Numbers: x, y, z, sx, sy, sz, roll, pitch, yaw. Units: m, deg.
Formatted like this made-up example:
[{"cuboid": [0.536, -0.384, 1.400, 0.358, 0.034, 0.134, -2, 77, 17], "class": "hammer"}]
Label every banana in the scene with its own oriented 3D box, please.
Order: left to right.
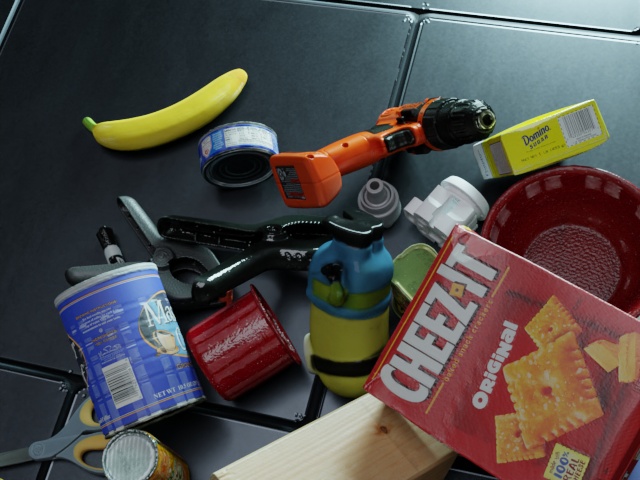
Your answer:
[{"cuboid": [-0.173, -0.141, 1.197, 0.198, 0.037, 0.069, -16, 64, 3], "class": "banana"}]

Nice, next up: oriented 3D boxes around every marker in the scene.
[{"cuboid": [-0.212, 0.035, 1.131, 0.020, 0.020, 0.121, -25, 63, -2], "class": "marker"}]

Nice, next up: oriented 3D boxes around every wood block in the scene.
[{"cuboid": [0.008, 0.211, 0.915, 0.205, 0.090, 0.091, -21, 57, -35], "class": "wood block"}]

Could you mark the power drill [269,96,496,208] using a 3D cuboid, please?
[{"cuboid": [0.058, -0.089, 1.042, 0.187, 0.185, 0.057, -23, 100, -23], "class": "power drill"}]

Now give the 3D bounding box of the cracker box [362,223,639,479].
[{"cuboid": [0.165, 0.107, 0.861, 0.214, 0.072, 0.164, 30, 92, 28], "class": "cracker box"}]

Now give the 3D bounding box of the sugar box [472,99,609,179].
[{"cuboid": [0.206, -0.094, 1.028, 0.093, 0.176, 0.048, -20, 94, 0], "class": "sugar box"}]

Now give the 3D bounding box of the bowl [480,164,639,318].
[{"cuboid": [0.224, 0.017, 0.949, 0.162, 0.055, 0.162, -4, 68, 10], "class": "bowl"}]

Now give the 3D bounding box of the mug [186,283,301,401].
[{"cuboid": [-0.080, 0.097, 1.046, 0.081, 0.093, 0.117, -32, 32, 0], "class": "mug"}]

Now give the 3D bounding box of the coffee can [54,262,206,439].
[{"cuboid": [-0.181, 0.105, 1.016, 0.103, 0.103, 0.140, -22, 82, -1], "class": "coffee can"}]

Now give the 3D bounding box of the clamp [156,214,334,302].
[{"cuboid": [-0.057, 0.001, 1.075, 0.209, 0.036, 0.165, -11, 29, -24], "class": "clamp"}]

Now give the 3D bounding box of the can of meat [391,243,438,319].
[{"cuboid": [0.111, 0.061, 1.022, 0.057, 0.084, 0.102, -38, 64, -9], "class": "can of meat"}]

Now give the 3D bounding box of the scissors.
[{"cuboid": [-0.270, 0.192, 1.069, 0.202, 0.016, 0.096, 1, 64, 11], "class": "scissors"}]

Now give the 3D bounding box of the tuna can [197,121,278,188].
[{"cuboid": [-0.086, -0.089, 1.129, 0.086, 0.086, 0.034, -12, 65, 5], "class": "tuna can"}]

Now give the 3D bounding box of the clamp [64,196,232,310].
[{"cuboid": [-0.167, 0.017, 1.114, 0.171, 0.039, 0.120, 16, 62, 3], "class": "clamp"}]
